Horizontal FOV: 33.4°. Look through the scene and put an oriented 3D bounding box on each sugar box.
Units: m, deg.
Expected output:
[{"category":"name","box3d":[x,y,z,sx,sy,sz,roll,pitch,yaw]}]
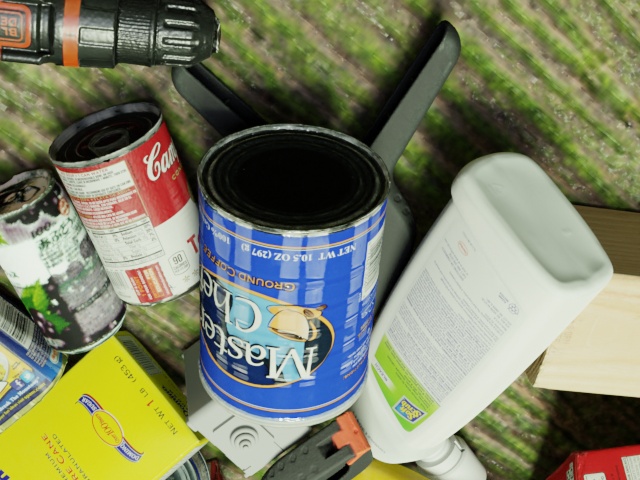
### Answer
[{"category":"sugar box","box3d":[-0.165,0.149,0.693,0.176,0.048,0.093,-42,81,4]}]

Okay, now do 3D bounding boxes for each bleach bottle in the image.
[{"category":"bleach bottle","box3d":[0.072,0.063,0.668,0.067,0.103,0.251,-17,154,-38]}]

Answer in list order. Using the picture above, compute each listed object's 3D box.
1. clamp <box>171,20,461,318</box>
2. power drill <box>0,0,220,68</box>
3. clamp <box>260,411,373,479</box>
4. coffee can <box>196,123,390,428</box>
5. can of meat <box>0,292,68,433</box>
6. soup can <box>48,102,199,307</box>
[{"category":"clamp","box3d":[0.017,-0.034,0.647,0.165,0.036,0.210,-11,121,10]},{"category":"power drill","box3d":[-0.136,-0.178,0.538,0.184,0.057,0.188,4,119,-9]},{"category":"clamp","box3d":[-0.023,0.168,0.703,0.120,0.039,0.172,-25,156,-33]},{"category":"coffee can","box3d":[-0.018,0.020,0.601,0.102,0.103,0.140,-1,128,-7]},{"category":"can of meat","box3d":[-0.223,0.078,0.674,0.102,0.057,0.084,-38,118,14]},{"category":"soup can","box3d":[-0.107,-0.020,0.626,0.068,0.068,0.102,-17,120,3]}]
